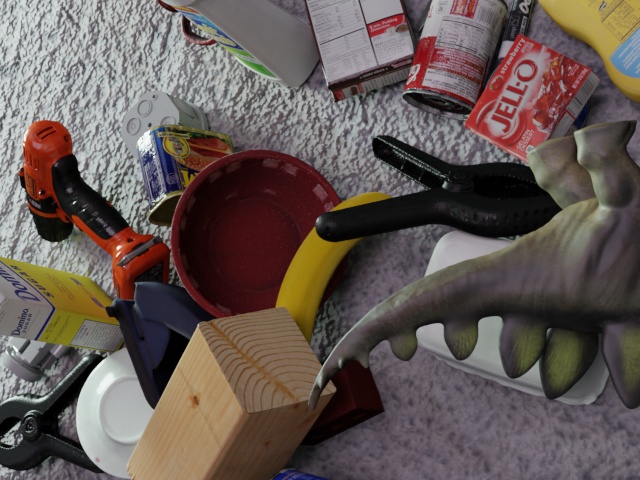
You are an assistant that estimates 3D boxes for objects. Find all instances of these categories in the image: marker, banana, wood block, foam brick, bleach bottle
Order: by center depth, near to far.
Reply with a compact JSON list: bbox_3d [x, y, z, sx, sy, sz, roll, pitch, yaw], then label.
[{"bbox_3d":[-0.082,0.161,0.901,0.091,0.090,0.206,57,136,29],"label":"wood block"},{"bbox_3d":[0.008,0.026,0.928,0.070,0.037,0.197,35,80,16],"label":"banana"},{"bbox_3d":[0.006,0.139,0.929,0.078,0.052,0.051,-30,64,22],"label":"foam brick"},{"bbox_3d":[0.180,-0.215,0.939,0.020,0.020,0.121,11,83,32],"label":"marker"},{"bbox_3d":[-0.098,-0.219,0.965,0.103,0.250,0.068,32,94,33],"label":"bleach bottle"}]

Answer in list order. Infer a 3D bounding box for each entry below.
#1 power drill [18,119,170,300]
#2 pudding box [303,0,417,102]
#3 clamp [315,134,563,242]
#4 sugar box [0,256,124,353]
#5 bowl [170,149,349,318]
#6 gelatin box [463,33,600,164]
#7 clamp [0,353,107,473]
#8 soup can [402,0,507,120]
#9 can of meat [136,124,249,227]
[{"bbox_3d":[-0.230,-0.009,1.067,0.057,0.184,0.188,-37,71,-26],"label":"power drill"},{"bbox_3d":[0.038,-0.196,0.994,0.090,0.039,0.113,-18,66,10],"label":"pudding box"},{"bbox_3d":[0.108,-0.033,0.881,0.210,0.164,0.036,11,126,25],"label":"clamp"},{"bbox_3d":[-0.273,0.060,1.040,0.093,0.176,0.048,38,97,32],"label":"sugar box"},{"bbox_3d":[-0.056,0.001,0.973,0.162,0.055,0.162,1,83,-9],"label":"bowl"},{"bbox_3d":[0.171,-0.112,0.868,0.073,0.030,0.089,35,96,32],"label":"gelatin box"},{"bbox_3d":[-0.283,0.181,1.097,0.172,0.039,0.120,-7,67,22],"label":"clamp"},{"bbox_3d":[0.118,-0.164,0.933,0.069,0.068,0.102,14,84,32],"label":"soup can"},{"bbox_3d":[-0.123,-0.060,1.028,0.058,0.101,0.084,-39,56,39],"label":"can of meat"}]
